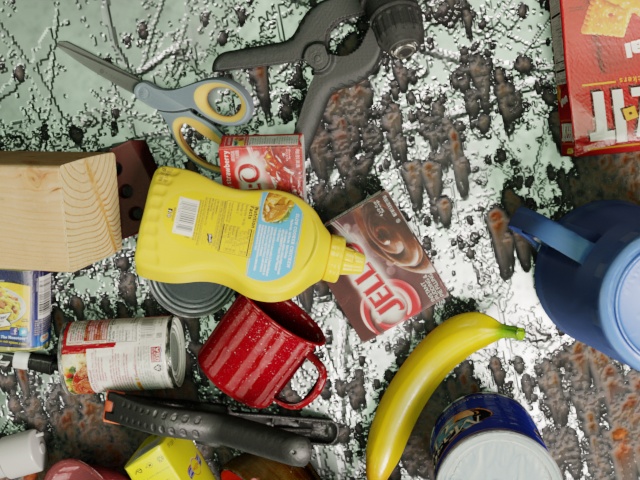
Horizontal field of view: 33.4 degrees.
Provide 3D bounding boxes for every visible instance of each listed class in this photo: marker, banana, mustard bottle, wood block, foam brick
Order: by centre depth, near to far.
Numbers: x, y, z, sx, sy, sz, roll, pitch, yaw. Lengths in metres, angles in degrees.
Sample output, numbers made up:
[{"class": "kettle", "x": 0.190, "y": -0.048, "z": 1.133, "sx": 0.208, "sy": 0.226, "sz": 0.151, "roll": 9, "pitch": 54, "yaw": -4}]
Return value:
[{"class": "mustard bottle", "x": -0.056, "y": 0.001, "z": 0.910, "sx": 0.191, "sy": 0.058, "sz": 0.096, "roll": 12, "pitch": 67, "yaw": -4}, {"class": "wood block", "x": -0.288, "y": -0.029, "z": 0.929, "sx": 0.206, "sy": 0.090, "sz": 0.091, "roll": 2, "pitch": 103, "yaw": 19}, {"class": "banana", "x": 0.095, "y": 0.129, "z": 0.955, "sx": 0.037, "sy": 0.070, "sz": 0.198, "roll": 32, "pitch": 106, "yaw": -32}, {"class": "foam brick", "x": -0.170, "y": -0.046, "z": 0.965, "sx": 0.053, "sy": 0.051, "sz": 0.078, "roll": -25, "pitch": 93, "yaw": 6}, {"class": "marker", "x": -0.305, "y": 0.108, "z": 1.006, "sx": 0.121, "sy": 0.020, "sz": 0.020, "roll": 10, "pitch": 96, "yaw": 3}]

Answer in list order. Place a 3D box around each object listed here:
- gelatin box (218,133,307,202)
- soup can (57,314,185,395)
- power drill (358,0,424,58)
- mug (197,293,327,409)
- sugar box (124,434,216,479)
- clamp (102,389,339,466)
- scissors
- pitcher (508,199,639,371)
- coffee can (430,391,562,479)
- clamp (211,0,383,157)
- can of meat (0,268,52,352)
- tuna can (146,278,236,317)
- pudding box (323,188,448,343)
[{"class": "gelatin box", "x": -0.050, "y": -0.050, "z": 0.949, "sx": 0.073, "sy": 0.030, "sz": 0.089, "roll": -1, "pitch": 122, "yaw": 3}, {"class": "soup can", "x": -0.179, "y": 0.104, "z": 0.971, "sx": 0.102, "sy": 0.068, "sz": 0.068, "roll": -4, "pitch": 95, "yaw": 4}, {"class": "power drill", "x": 0.109, "y": -0.255, "z": 0.875, "sx": 0.188, "sy": 0.057, "sz": 0.184, "roll": -22, "pitch": 64, "yaw": 16}, {"class": "mug", "x": -0.047, "y": 0.102, "z": 0.948, "sx": 0.117, "sy": 0.093, "sz": 0.081, "roll": 39, "pitch": 102, "yaw": 14}, {"class": "sugar box", "x": -0.106, "y": 0.256, "z": 0.967, "sx": 0.048, "sy": 0.093, "sz": 0.176, "roll": -33, "pitch": 93, "yaw": 7}, {"class": "clamp", "x": -0.086, "y": 0.162, "z": 0.939, "sx": 0.210, "sy": 0.164, "sz": 0.036, "roll": 7, "pitch": 86, "yaw": 17}, {"class": "scissors", "x": -0.141, "y": -0.143, "z": 0.961, "sx": 0.202, "sy": 0.016, "sz": 0.096, "roll": 43, "pitch": 117, "yaw": 0}, {"class": "pitcher", "x": 0.242, "y": 0.031, "z": 0.843, "sx": 0.149, "sy": 0.243, "sz": 0.145, "roll": -12, "pitch": 92, "yaw": 4}, {"class": "coffee can", "x": 0.147, "y": 0.196, "z": 0.917, "sx": 0.103, "sy": 0.140, "sz": 0.103, "roll": 0, "pitch": 95, "yaw": 4}, {"class": "clamp", "x": -0.011, "y": -0.165, "z": 0.949, "sx": 0.120, "sy": 0.039, "sz": 0.171, "roll": 42, "pitch": 100, "yaw": -5}, {"class": "can of meat", "x": -0.298, "y": 0.055, "z": 0.982, "sx": 0.102, "sy": 0.057, "sz": 0.084, "roll": 4, "pitch": 98, "yaw": 5}, {"class": "tuna can", "x": -0.114, "y": 0.026, "z": 0.976, "sx": 0.086, "sy": 0.033, "sz": 0.086, "roll": 0, "pitch": 95, "yaw": 5}, {"class": "pudding box", "x": 0.050, "y": 0.022, "z": 0.960, "sx": 0.090, "sy": 0.039, "sz": 0.113, "roll": -31, "pitch": 91, "yaw": 8}]
